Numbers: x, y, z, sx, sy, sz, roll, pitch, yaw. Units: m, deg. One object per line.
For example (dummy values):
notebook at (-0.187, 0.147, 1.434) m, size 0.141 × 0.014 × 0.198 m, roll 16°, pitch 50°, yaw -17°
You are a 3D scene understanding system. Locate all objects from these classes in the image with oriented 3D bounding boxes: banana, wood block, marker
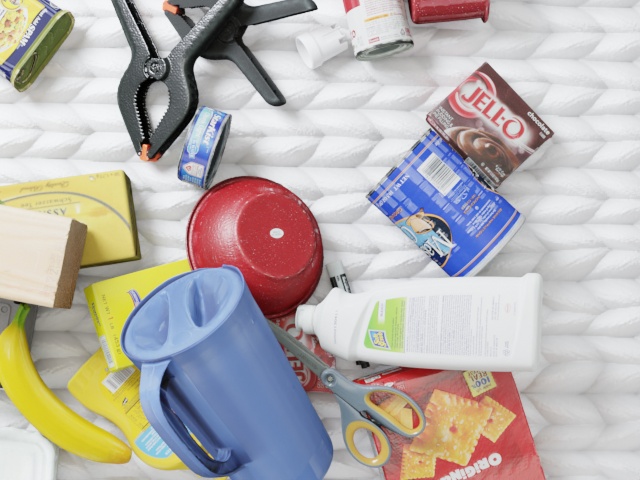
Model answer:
banana at (-0.274, 0.162, 1.088) m, size 0.070 × 0.037 × 0.198 m, roll -32°, pitch 100°, yaw 10°
wood block at (-0.346, 0.005, 1.051) m, size 0.206 × 0.091 × 0.090 m, roll 11°, pitch 86°, yaw 0°
marker at (0.032, 0.081, 1.168) m, size 0.020 × 0.020 × 0.121 m, roll -17°, pitch 87°, yaw -4°

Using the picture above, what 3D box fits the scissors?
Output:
scissors at (0.010, 0.163, 1.102) m, size 0.202 × 0.016 × 0.096 m, roll 24°, pitch 99°, yaw 9°

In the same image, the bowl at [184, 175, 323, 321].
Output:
bowl at (-0.057, 0.001, 1.120) m, size 0.161 × 0.055 × 0.162 m, roll 8°, pitch 72°, yaw -25°

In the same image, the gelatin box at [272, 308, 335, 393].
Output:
gelatin box at (-0.019, 0.119, 1.158) m, size 0.073 × 0.030 × 0.089 m, roll 4°, pitch 86°, yaw -2°

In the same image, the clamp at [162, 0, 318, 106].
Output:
clamp at (-0.093, -0.218, 1.162) m, size 0.172 × 0.039 × 0.120 m, roll 15°, pitch 97°, yaw 16°

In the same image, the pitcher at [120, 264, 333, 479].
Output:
pitcher at (-0.086, 0.158, 1.054) m, size 0.149 × 0.145 × 0.242 m, roll -35°, pitch 120°, yaw -10°

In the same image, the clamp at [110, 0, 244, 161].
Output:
clamp at (-0.161, -0.189, 1.148) m, size 0.165 × 0.036 × 0.210 m, roll 4°, pitch 95°, yaw 19°

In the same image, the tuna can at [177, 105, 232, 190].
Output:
tuna can at (-0.124, -0.099, 1.139) m, size 0.034 × 0.086 × 0.086 m, roll 19°, pitch 85°, yaw 0°

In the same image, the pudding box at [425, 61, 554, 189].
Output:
pudding box at (0.186, -0.126, 1.179) m, size 0.090 × 0.039 × 0.113 m, roll -43°, pitch 89°, yaw -5°

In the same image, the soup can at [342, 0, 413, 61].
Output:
soup can at (0.060, -0.254, 1.168) m, size 0.068 × 0.068 × 0.102 m, roll -12°, pitch 88°, yaw -4°

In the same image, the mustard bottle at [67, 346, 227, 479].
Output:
mustard bottle at (-0.168, 0.185, 1.132) m, size 0.191 × 0.058 × 0.096 m, roll 43°, pitch 81°, yaw 1°

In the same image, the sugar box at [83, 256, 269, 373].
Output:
sugar box at (-0.148, 0.068, 1.117) m, size 0.176 × 0.048 × 0.093 m, roll -17°, pitch 87°, yaw -25°

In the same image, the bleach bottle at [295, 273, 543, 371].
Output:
bleach bottle at (0.098, 0.079, 1.098) m, size 0.251 × 0.068 × 0.102 m, roll 2°, pitch 83°, yaw 16°

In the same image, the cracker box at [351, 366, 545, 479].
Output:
cracker box at (0.143, 0.228, 1.138) m, size 0.164 × 0.072 × 0.214 m, roll -17°, pitch 88°, yaw -3°

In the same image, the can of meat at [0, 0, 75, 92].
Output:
can of meat at (-0.331, -0.226, 1.152) m, size 0.084 × 0.057 × 0.102 m, roll 35°, pitch 85°, yaw 2°

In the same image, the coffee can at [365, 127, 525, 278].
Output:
coffee can at (0.133, -0.035, 1.139) m, size 0.140 × 0.103 × 0.103 m, roll 43°, pitch 85°, yaw 1°

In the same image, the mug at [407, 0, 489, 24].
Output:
mug at (0.136, -0.290, 1.170) m, size 0.081 × 0.093 × 0.117 m, roll -6°, pitch 56°, yaw 1°
